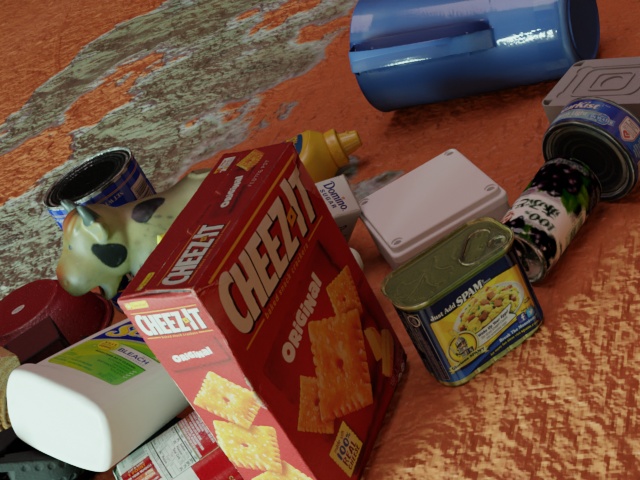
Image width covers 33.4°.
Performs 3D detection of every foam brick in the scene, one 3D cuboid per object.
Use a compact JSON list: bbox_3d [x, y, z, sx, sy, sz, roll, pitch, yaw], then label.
[{"bbox_3d":[-0.249,0.122,0.993,0.051,0.078,0.053,-34,31,-11],"label":"foam brick"}]

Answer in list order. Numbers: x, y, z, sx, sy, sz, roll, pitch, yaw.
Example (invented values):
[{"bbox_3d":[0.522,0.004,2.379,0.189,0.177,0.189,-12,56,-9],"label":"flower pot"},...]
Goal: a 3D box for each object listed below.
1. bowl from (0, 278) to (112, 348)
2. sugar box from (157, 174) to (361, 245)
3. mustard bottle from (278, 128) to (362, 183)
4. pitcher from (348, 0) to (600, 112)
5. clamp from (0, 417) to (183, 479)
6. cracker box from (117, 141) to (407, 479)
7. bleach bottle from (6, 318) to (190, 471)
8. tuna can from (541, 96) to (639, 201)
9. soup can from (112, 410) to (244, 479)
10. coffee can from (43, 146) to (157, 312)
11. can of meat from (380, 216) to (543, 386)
[{"bbox_3d":[-0.300,0.090,1.114,0.162,0.055,0.162,-22,30,13],"label":"bowl"},{"bbox_3d":[-0.056,0.001,0.956,0.176,0.048,0.093,-21,-18,-16],"label":"sugar box"},{"bbox_3d":[-0.045,-0.070,1.140,0.192,0.058,0.096,-24,24,9],"label":"mustard bottle"},{"bbox_3d":[0.156,-0.211,1.116,0.243,0.144,0.149,-3,58,34],"label":"pitcher"},{"bbox_3d":[-0.203,0.156,0.846,0.171,0.039,0.120,-7,11,-44],"label":"clamp"},{"bbox_3d":[-0.026,0.064,0.744,0.072,0.213,0.164,-9,34,32],"label":"cracker box"},{"bbox_3d":[-0.125,0.089,0.859,0.103,0.068,0.250,16,28,26],"label":"bleach bottle"},{"bbox_3d":[0.226,-0.074,0.877,0.086,0.086,0.033,6,45,47],"label":"tuna can"},{"bbox_3d":[-0.093,0.166,0.792,0.102,0.068,0.069,-34,29,-9],"label":"soup can"},{"bbox_3d":[-0.204,-0.010,1.099,0.103,0.140,0.103,-22,29,13],"label":"coffee can"},{"bbox_3d":[0.108,0.046,0.790,0.102,0.084,0.057,-34,29,-8],"label":"can of meat"}]
